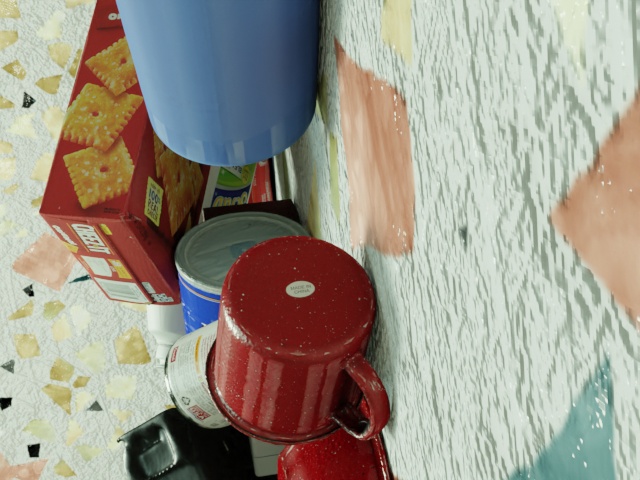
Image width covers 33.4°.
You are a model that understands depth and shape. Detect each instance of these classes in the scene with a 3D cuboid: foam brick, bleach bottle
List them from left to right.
[{"bbox_3d":[-0.107,-0.008,0.952,0.102,0.068,0.251,35,-119,-66],"label":"bleach bottle"},{"bbox_3d":[-0.056,0.001,0.878,0.051,0.078,0.053,-109,15,-67],"label":"foam brick"}]

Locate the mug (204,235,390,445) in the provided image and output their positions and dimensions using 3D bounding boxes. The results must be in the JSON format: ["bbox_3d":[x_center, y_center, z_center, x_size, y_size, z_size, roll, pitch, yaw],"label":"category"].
[{"bbox_3d":[-0.007,0.059,0.576,0.117,0.093,0.081,45,149,24],"label":"mug"}]

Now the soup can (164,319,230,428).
[{"bbox_3d":[-0.043,0.077,0.692,0.068,0.102,0.068,32,-136,-38],"label":"soup can"}]

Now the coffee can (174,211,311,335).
[{"bbox_3d":[-0.054,0.063,0.819,0.103,0.102,0.140,-108,13,-55],"label":"coffee can"}]

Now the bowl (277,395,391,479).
[{"bbox_3d":[0.008,0.171,0.641,0.162,0.055,0.162,174,90,-82],"label":"bowl"}]

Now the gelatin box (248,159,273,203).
[{"bbox_3d":[-0.066,-0.067,1.076,0.089,0.030,0.073,-168,73,-82],"label":"gelatin box"}]

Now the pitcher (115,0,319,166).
[{"bbox_3d":[-0.055,-0.167,0.603,0.243,0.149,0.145,87,157,-50],"label":"pitcher"}]

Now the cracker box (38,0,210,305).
[{"bbox_3d":[-0.132,-0.077,0.817,0.164,0.072,0.213,73,-156,-64],"label":"cracker box"}]
